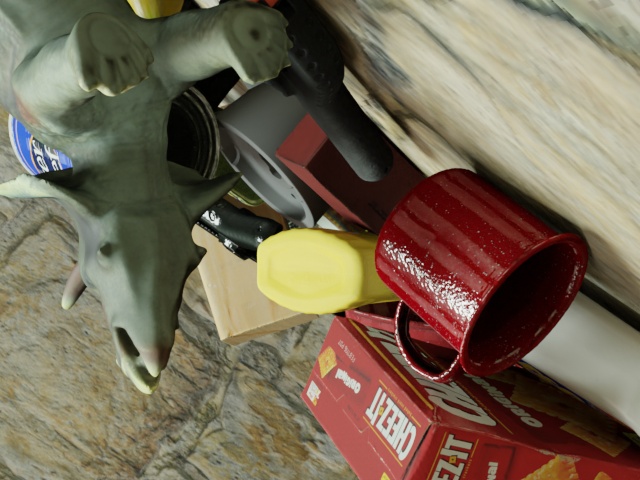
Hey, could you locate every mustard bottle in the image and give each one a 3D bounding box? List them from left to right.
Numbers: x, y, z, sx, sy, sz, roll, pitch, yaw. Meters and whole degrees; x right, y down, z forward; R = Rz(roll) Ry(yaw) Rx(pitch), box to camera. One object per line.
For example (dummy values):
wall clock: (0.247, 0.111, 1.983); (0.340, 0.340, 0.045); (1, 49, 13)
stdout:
mustard bottle: (0.049, 0.018, 0.779); (0.096, 0.058, 0.191); (1, -178, 40)

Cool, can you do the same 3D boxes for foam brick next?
foam brick: (0.019, -0.050, 0.708); (0.078, 0.053, 0.051); (42, 175, -29)

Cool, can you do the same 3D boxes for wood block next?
wood block: (-0.077, -0.014, 1.007); (0.091, 0.090, 0.206); (70, -178, -80)

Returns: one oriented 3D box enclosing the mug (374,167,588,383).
mug: (0.079, 0.023, 0.588); (0.093, 0.117, 0.082); (0, -146, -47)

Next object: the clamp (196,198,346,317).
clamp: (-0.056, 0.001, 0.899); (0.210, 0.036, 0.164); (28, 169, 46)

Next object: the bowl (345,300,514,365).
bowl: (0.090, 0.076, 0.817); (0.162, 0.055, 0.162); (4, -173, -1)

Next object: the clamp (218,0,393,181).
clamp: (-0.022, -0.104, 0.601); (0.120, 0.039, 0.171); (32, 166, 28)

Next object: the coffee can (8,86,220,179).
coffee can: (-0.152, -0.076, 0.775); (0.102, 0.102, 0.141); (43, 166, -37)

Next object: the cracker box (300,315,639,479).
cracker box: (0.116, 0.126, 0.677); (0.213, 0.072, 0.164); (17, -170, -23)
